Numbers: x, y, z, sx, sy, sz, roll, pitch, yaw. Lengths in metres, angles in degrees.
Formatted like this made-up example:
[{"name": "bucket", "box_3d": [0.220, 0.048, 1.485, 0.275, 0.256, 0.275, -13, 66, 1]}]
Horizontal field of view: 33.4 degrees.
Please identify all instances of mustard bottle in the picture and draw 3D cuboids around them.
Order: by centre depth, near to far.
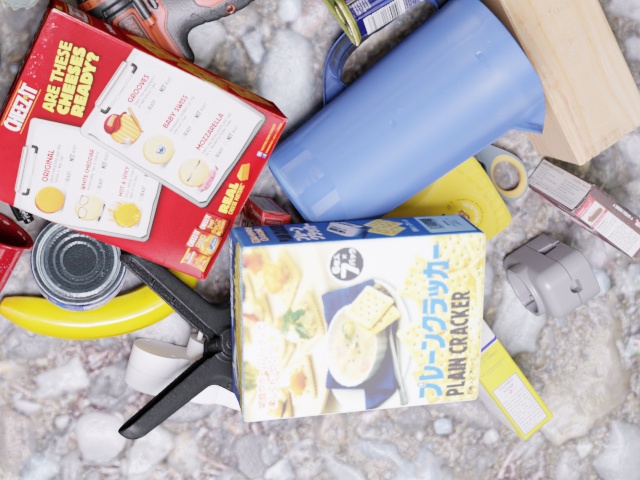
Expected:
[{"name": "mustard bottle", "box_3d": [0.085, -0.001, 1.040, 0.191, 0.058, 0.096, -35, 121, 3]}]

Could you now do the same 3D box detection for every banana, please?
[{"name": "banana", "box_3d": [-0.193, 0.056, 0.992, 0.197, 0.037, 0.069, -20, 83, -14]}]

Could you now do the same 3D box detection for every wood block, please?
[{"name": "wood block", "box_3d": [0.220, -0.186, 1.023, 0.090, 0.091, 0.206, -34, 110, -7]}]

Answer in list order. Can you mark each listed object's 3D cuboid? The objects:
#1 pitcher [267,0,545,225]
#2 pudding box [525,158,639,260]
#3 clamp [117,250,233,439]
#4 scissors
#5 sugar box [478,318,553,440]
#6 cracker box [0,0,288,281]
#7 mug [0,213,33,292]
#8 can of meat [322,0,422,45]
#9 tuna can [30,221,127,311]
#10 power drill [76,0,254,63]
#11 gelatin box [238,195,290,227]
[{"name": "pitcher", "box_3d": [0.069, -0.114, 0.977, 0.243, 0.149, 0.145, -37, 126, 3]}, {"name": "pudding box", "box_3d": [0.266, -0.033, 1.064, 0.090, 0.113, 0.039, 32, 95, -21]}, {"name": "clamp", "box_3d": [-0.095, 0.105, 0.971, 0.209, 0.036, 0.164, 13, 75, -33]}, {"name": "scissors", "box_3d": [0.156, -0.111, 1.062, 0.096, 0.016, 0.202, -11, 107, -11]}, {"name": "sugar box", "box_3d": [0.158, 0.113, 1.079, 0.048, 0.093, 0.176, -38, 111, -6]}, {"name": "cracker box", "box_3d": [-0.160, -0.083, 0.903, 0.213, 0.072, 0.164, 23, 103, -22]}, {"name": "mug", "box_3d": [-0.312, 0.017, 0.906, 0.093, 0.117, 0.081, 34, 100, 22]}, {"name": "can of meat", "box_3d": [0.040, -0.237, 0.947, 0.084, 0.102, 0.057, -31, 153, 0]}, {"name": "tuna can", "box_3d": [-0.216, 0.019, 0.956, 0.086, 0.034, 0.086, 2, 79, -10]}, {"name": "power drill", "box_3d": [-0.123, -0.241, 0.925, 0.187, 0.057, 0.184, -34, 115, -3]}, {"name": "gelatin box", "box_3d": [-0.057, 0.001, 0.988, 0.030, 0.089, 0.073, 7, 101, -17]}]
